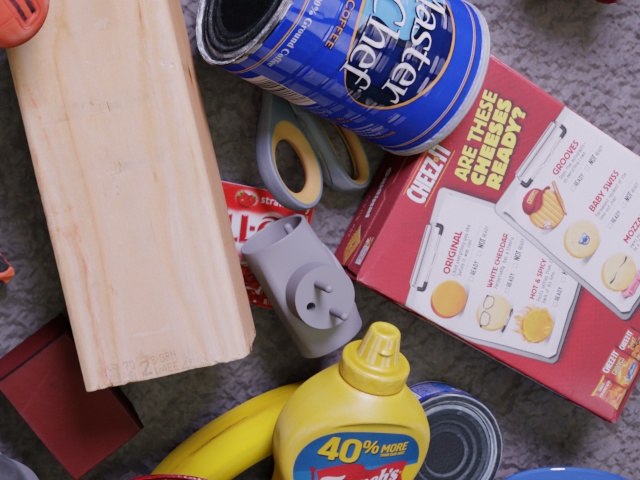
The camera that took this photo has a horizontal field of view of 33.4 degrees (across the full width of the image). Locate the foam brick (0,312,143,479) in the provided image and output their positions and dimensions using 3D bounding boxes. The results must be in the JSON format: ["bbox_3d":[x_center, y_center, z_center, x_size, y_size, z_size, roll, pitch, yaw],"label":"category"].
[{"bbox_3d":[-0.150,0.092,0.634,0.051,0.053,0.078,-37,106,-11],"label":"foam brick"}]

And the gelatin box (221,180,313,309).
[{"bbox_3d":[-0.055,0.001,0.667,0.089,0.030,0.073,11,93,-19],"label":"gelatin box"}]

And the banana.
[{"bbox_3d":[-0.050,0.138,0.684,0.197,0.037,0.069,-37,132,-8],"label":"banana"}]

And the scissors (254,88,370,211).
[{"bbox_3d":[-0.039,-0.101,0.648,0.201,0.016,0.096,51,46,-17],"label":"scissors"}]

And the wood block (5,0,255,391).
[{"bbox_3d":[-0.103,-0.032,0.593,0.090,0.091,0.206,-12,92,0],"label":"wood block"}]

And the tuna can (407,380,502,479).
[{"bbox_3d":[0.079,0.140,0.724,0.086,0.034,0.086,-2,97,-18],"label":"tuna can"}]

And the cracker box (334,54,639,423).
[{"bbox_3d":[0.137,-0.001,0.707,0.213,0.072,0.164,29,86,-18],"label":"cracker box"}]

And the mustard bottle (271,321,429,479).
[{"bbox_3d":[0.016,0.134,0.656,0.096,0.058,0.192,6,117,-18],"label":"mustard bottle"}]

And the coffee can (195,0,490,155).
[{"bbox_3d":[0.014,-0.121,0.619,0.140,0.103,0.103,22,89,-35],"label":"coffee can"}]
